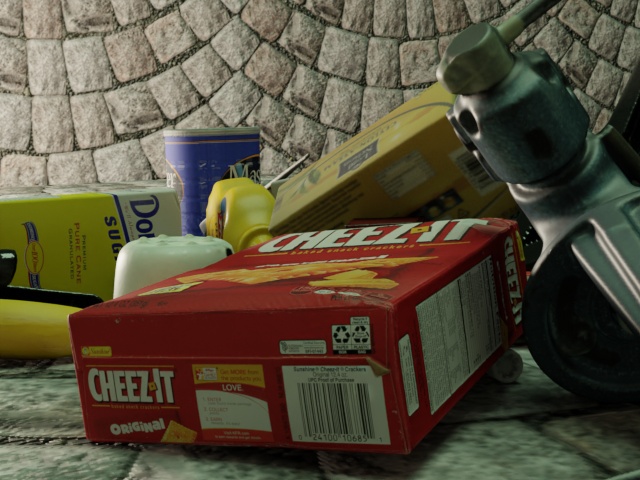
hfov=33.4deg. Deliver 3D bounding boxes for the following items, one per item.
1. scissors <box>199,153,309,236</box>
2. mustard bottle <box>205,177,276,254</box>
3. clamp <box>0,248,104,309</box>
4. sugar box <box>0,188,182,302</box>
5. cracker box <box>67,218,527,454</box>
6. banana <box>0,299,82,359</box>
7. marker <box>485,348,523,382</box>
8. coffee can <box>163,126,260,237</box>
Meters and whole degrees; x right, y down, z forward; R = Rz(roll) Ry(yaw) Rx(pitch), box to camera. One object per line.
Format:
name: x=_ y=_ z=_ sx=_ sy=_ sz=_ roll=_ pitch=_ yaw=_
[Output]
scissors: x=-0.043 y=-0.049 z=1.023 sx=0.096 sy=0.016 sz=0.202 roll=-20 pitch=-7 yaw=-45
mustard bottle: x=-0.056 y=0.001 z=0.875 sx=0.058 sy=0.096 sz=0.192 roll=-8 pitch=8 yaw=-11
clamp: x=-0.251 y=0.036 z=0.752 sx=0.171 sy=0.039 sz=0.120 roll=-3 pitch=-27 yaw=13
sugar box: x=-0.197 y=0.008 z=0.872 sx=0.175 sy=0.093 sz=0.048 roll=-7 pitch=9 yaw=-35
cracker box: x=0.002 y=0.040 z=0.552 sx=0.164 sy=0.072 sz=0.213 roll=-3 pitch=9 yaw=25
banana: x=-0.220 y=0.060 z=0.699 sx=0.198 sy=0.037 sz=0.069 roll=2 pitch=-17 yaw=14
marker: x=0.086 y=0.063 z=0.640 sx=0.020 sy=0.020 sz=0.121 roll=-4 pitch=7 yaw=-15
coffee can: x=-0.113 y=-0.050 z=1.142 sx=0.103 sy=0.140 sz=0.103 roll=-2 pitch=7 yaw=0
